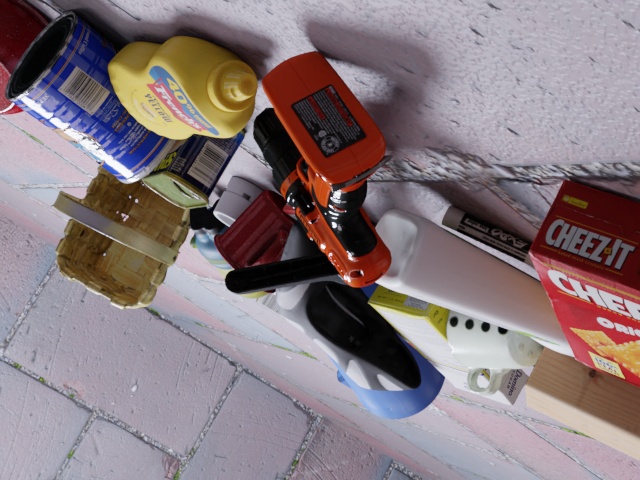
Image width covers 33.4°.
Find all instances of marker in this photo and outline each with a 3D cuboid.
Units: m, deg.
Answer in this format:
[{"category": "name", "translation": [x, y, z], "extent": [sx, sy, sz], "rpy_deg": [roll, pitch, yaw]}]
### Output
[{"category": "marker", "translation": [0.162, 0.003, 0.920], "extent": [0.121, 0.020, 0.020], "rpy_deg": [26, 167, 14]}]

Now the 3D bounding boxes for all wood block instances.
[{"category": "wood block", "translation": [0.310, 0.156, 1.019], "extent": [0.206, 0.090, 0.090], "rpy_deg": [25, 166, 21]}]

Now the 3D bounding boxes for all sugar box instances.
[{"category": "sugar box", "translation": [0.139, 0.106, 1.146], "extent": [0.176, 0.048, 0.093], "rpy_deg": [42, 162, -33]}]

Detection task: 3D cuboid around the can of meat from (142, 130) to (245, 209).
[{"category": "can of meat", "translation": [-0.126, -0.083, 1.074], "extent": [0.057, 0.084, 0.102], "rpy_deg": [34, 167, -19]}]

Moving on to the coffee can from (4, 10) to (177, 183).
[{"category": "coffee can", "translation": [-0.212, -0.135, 1.020], "extent": [0.140, 0.102, 0.103], "rpy_deg": [38, 165, -31]}]

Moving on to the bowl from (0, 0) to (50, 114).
[{"category": "bowl", "translation": [-0.339, -0.180, 1.078], "extent": [0.162, 0.055, 0.162], "rpy_deg": [10, 140, 8]}]

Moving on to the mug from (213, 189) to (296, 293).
[{"category": "mug", "translation": [-0.058, 0.001, 1.172], "extent": [0.093, 0.081, 0.117], "rpy_deg": [41, -167, -10]}]

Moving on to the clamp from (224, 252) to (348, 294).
[{"category": "clamp", "translation": [0.021, 0.022, 1.048], "extent": [0.165, 0.036, 0.209], "rpy_deg": [-23, 161, 39]}]

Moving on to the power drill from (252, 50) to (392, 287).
[{"category": "power drill", "translation": [-0.003, -0.068, 0.847], "extent": [0.184, 0.057, 0.187], "rpy_deg": [55, 169, 20]}]

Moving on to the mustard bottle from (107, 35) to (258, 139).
[{"category": "mustard bottle", "translation": [-0.108, -0.129, 0.911], "extent": [0.096, 0.058, 0.192], "rpy_deg": [52, 158, -26]}]

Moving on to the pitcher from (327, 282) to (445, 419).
[{"category": "pitcher", "translation": [0.078, 0.124, 1.361], "extent": [0.145, 0.149, 0.242], "rpy_deg": [39, 171, 35]}]

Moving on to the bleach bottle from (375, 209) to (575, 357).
[{"category": "bleach bottle", "translation": [0.167, 0.051, 0.951], "extent": [0.250, 0.068, 0.103], "rpy_deg": [23, -179, -21]}]
